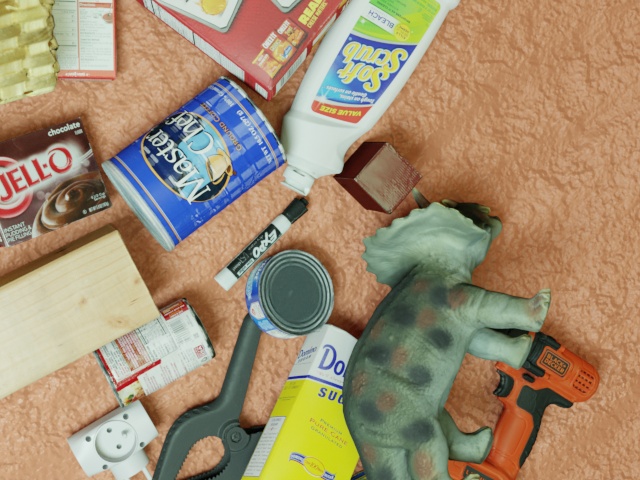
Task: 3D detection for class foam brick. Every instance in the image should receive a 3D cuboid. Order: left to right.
[{"bbox_3d":[0.056,-0.064,1.063,0.053,0.078,0.051,44,84,-15],"label":"foam brick"}]

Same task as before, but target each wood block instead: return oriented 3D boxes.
[{"bbox_3d":[-0.263,0.072,0.973,0.206,0.091,0.090,-28,102,-12],"label":"wood block"}]

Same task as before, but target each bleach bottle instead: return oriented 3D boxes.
[{"bbox_3d":[0.038,-0.158,1.059,0.102,0.068,0.251,28,89,-15],"label":"bleach bottle"}]

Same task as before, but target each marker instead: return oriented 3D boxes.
[{"bbox_3d":[-0.057,0.001,1.066,0.121,0.020,0.020,-45,105,-8],"label":"marker"}]

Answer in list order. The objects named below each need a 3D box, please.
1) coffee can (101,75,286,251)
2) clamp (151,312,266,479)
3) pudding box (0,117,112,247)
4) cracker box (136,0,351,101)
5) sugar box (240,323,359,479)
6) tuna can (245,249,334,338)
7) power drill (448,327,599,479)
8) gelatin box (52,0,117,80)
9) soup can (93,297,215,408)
[{"bbox_3d":[-0.117,-0.072,0.998,0.140,0.103,0.103,-38,104,-11],"label":"coffee can"},{"bbox_3d":[-0.079,0.196,1.067,0.164,0.036,0.210,46,78,-14],"label":"clamp"},{"bbox_3d":[-0.258,-0.053,0.974,0.113,0.039,0.090,-26,103,-36],"label":"pudding box"},{"bbox_3d":[-0.080,-0.257,0.986,0.213,0.072,0.164,38,83,0],"label":"cracker box"},{"bbox_3d":[0.001,0.178,1.047,0.093,0.048,0.176,36,66,-23],"label":"sugar box"},{"bbox_3d":[-0.031,0.054,1.056,0.086,0.034,0.086,8,75,-31],"label":"tuna can"},{"bbox_3d":[0.186,0.172,1.133,0.184,0.057,0.187,32,86,-13],"label":"power drill"},{"bbox_3d":[-0.228,-0.194,0.993,0.073,0.030,0.089,-2,95,-15],"label":"gelatin box"},{"bbox_3d":[-0.160,0.106,1.019,0.102,0.069,0.068,-28,102,-13],"label":"soup can"}]
